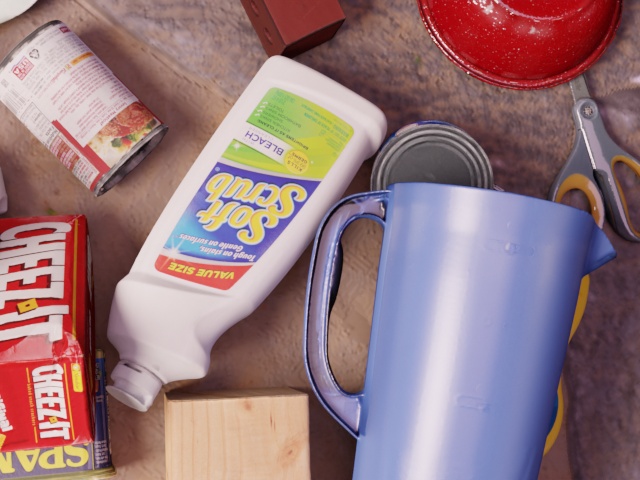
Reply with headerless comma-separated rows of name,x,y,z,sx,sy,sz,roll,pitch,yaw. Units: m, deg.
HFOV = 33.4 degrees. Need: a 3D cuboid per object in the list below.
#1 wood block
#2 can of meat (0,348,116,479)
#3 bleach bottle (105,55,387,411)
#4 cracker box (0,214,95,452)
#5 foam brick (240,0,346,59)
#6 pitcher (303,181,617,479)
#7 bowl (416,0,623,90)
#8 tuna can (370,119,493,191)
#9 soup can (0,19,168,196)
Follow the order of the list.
wood block,-0.055,0.203,0.698,0.090,0.091,0.206,-1,86,-10
can of meat,-0.188,0.117,0.700,0.102,0.057,0.084,-4,84,-10
bleach bottle,-0.055,0.001,0.697,0.102,0.068,0.250,29,66,0
cracker box,-0.245,0.054,0.638,0.213,0.164,0.072,-4,122,-10
foam brick,-0.025,-0.174,0.755,0.051,0.053,0.078,-27,90,-11
pitcher,0.077,0.086,0.670,0.144,0.149,0.243,14,85,-47
bowl,0.152,-0.195,0.779,0.162,0.055,0.162,1,82,-5
tuna can,0.078,-0.042,0.757,0.086,0.033,0.086,1,103,3
soup can,-0.162,-0.088,0.716,0.102,0.068,0.068,45,79,-3
